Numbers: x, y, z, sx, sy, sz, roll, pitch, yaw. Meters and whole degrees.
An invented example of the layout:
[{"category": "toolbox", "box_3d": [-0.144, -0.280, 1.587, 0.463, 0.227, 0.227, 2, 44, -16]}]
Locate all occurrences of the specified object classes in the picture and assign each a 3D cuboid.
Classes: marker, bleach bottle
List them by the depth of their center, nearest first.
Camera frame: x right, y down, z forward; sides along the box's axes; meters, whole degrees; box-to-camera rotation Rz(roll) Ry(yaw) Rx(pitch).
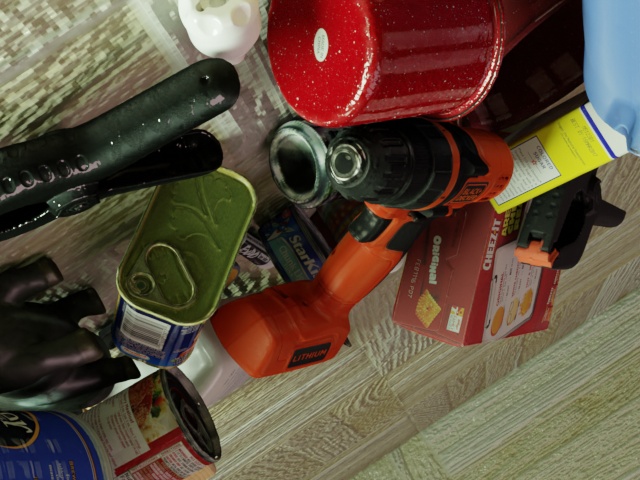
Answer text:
[{"category": "marker", "box_3d": [-0.055, 0.001, 0.754, 0.020, 0.020, 0.121, -35, 163, 5]}, {"category": "bleach bottle", "box_3d": [-0.071, 0.086, 0.854, 0.103, 0.068, 0.250, -44, 170, 16]}]

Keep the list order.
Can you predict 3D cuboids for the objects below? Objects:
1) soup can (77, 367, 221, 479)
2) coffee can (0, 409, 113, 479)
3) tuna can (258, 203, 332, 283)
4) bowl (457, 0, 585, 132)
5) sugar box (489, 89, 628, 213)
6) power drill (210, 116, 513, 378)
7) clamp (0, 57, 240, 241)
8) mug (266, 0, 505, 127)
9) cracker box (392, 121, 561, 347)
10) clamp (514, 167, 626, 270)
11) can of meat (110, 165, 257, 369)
[{"category": "soup can", "box_3d": [-0.122, 0.130, 0.660, 0.102, 0.068, 0.068, -30, 163, 5]}, {"category": "coffee can", "box_3d": [-0.194, 0.139, 0.561, 0.103, 0.103, 0.140, -41, 150, 23]}, {"category": "tuna can", "box_3d": [-0.009, 0.017, 0.770, 0.034, 0.086, 0.086, -34, 163, 5]}, {"category": "bowl", "box_3d": [0.139, -0.137, 0.669, 0.162, 0.055, 0.162, -30, 163, -11]}, {"category": "sugar box", "box_3d": [0.185, -0.078, 0.686, 0.093, 0.048, 0.177, -35, -175, -33]}, {"category": "power drill", "box_3d": [0.018, 0.003, 0.631, 0.188, 0.057, 0.184, -46, 158, 26]}, {"category": "clamp", "box_3d": [-0.116, -0.032, 0.513, 0.171, 0.039, 0.120, -21, 166, -4]}, {"category": "mug", "box_3d": [0.021, -0.098, 0.528, 0.081, 0.093, 0.117, -14, -178, -38]}, {"category": "cracker box", "box_3d": [0.145, -0.006, 0.885, 0.213, 0.072, 0.164, 1, 102, -61]}, {"category": "clamp", "box_3d": [0.208, -0.049, 0.860, 0.209, 0.036, 0.164, -39, 130, -49]}, {"category": "can of meat", "box_3d": [-0.083, 0.016, 0.623, 0.084, 0.057, 0.102, 121, -10, -59]}]
